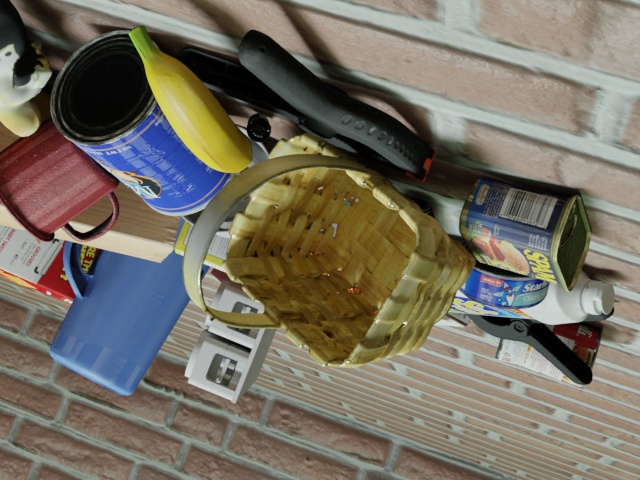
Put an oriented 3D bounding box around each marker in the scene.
[{"bbox_3d":[-0.050,-0.091,0.854,0.020,0.020,0.121,22,-173,-6],"label":"marker"}]

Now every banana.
[{"bbox_3d":[-0.083,-0.089,0.804,0.037,0.069,0.197,-19,155,8],"label":"banana"}]

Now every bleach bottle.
[{"bbox_3d":[0.160,0.040,1.041,0.251,0.068,0.102,6,161,40],"label":"bleach bottle"}]

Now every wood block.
[{"bbox_3d":[-0.238,-0.051,1.023,0.206,0.091,0.090,14,167,-13],"label":"wood block"}]

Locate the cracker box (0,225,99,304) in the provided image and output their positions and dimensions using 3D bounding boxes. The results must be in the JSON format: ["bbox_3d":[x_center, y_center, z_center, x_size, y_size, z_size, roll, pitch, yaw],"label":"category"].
[{"bbox_3d":[-0.346,-0.033,1.283,0.213,0.164,0.072,25,167,-16],"label":"cracker box"}]

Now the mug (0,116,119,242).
[{"bbox_3d":[-0.221,-0.050,0.922,0.117,0.081,0.093,54,-174,-24],"label":"mug"}]

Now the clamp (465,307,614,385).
[{"bbox_3d":[0.220,0.075,1.104,0.171,0.039,0.120,26,133,12],"label":"clamp"}]

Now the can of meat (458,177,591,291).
[{"bbox_3d":[0.167,-0.007,0.868,0.084,0.057,0.102,17,165,26],"label":"can of meat"}]

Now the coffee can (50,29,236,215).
[{"bbox_3d":[-0.141,-0.094,0.887,0.103,0.103,0.140,14,164,27],"label":"coffee can"}]

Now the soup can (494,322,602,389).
[{"bbox_3d":[0.251,0.116,1.178,0.102,0.068,0.068,18,166,12],"label":"soup can"}]

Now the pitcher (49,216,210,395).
[{"bbox_3d":[-0.217,0.045,1.226,0.149,0.242,0.145,25,169,11],"label":"pitcher"}]

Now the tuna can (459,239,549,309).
[{"bbox_3d":[0.161,0.027,0.945,0.086,0.034,0.086,5,-154,-3],"label":"tuna can"}]

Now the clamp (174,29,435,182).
[{"bbox_3d":[-0.007,-0.100,0.805,0.209,0.036,0.165,25,176,-31],"label":"clamp"}]
